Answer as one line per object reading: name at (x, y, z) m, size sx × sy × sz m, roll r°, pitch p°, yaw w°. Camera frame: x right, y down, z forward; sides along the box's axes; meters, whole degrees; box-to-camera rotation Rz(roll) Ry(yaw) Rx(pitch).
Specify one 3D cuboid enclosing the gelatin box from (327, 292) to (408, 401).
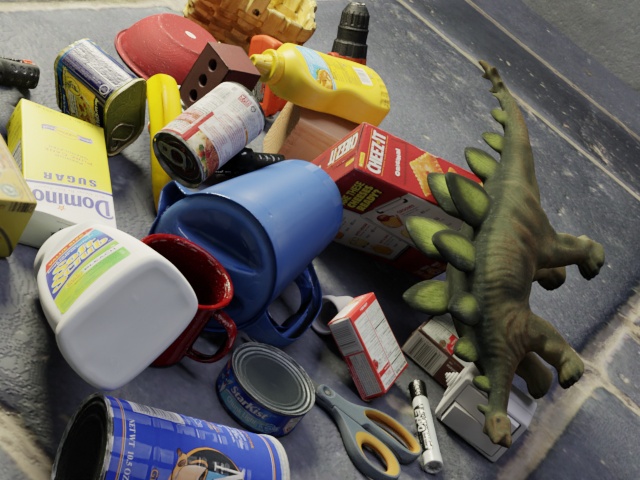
gelatin box at (0.048, 0.107, 1.079) m, size 0.089 × 0.030 × 0.073 m, roll 65°, pitch 28°, yaw -7°

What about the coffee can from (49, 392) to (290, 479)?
coffee can at (-0.107, 0.173, 0.753) m, size 0.140 × 0.103 × 0.103 m, roll 20°, pitch 31°, yaw -27°

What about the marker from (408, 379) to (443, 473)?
marker at (0.105, 0.183, 1.070) m, size 0.020 × 0.020 × 0.121 m, roll 25°, pitch 29°, yaw -20°

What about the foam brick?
foam brick at (-0.115, -0.178, 1.212) m, size 0.051 × 0.078 × 0.053 m, roll 4°, pitch 41°, yaw -47°

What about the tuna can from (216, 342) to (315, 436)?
tuna can at (-0.049, 0.134, 0.957) m, size 0.086 × 0.034 × 0.086 m, roll 27°, pitch 28°, yaw -16°

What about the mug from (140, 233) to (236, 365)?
mug at (-0.126, 0.062, 0.932) m, size 0.117 × 0.082 × 0.093 m, roll 37°, pitch 27°, yaw 2°

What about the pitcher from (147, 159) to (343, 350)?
pitcher at (-0.057, 0.001, 1.072) m, size 0.145 × 0.149 × 0.242 m, roll 12°, pitch 19°, yaw 17°

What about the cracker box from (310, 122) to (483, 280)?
cracker box at (0.091, -0.041, 1.243) m, size 0.213 × 0.164 × 0.072 m, roll 23°, pitch 60°, yaw -23°

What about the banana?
banana at (-0.167, -0.118, 1.149) m, size 0.037 × 0.070 × 0.198 m, roll -1°, pitch 49°, yaw -13°

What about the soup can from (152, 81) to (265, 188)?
soup can at (-0.113, -0.109, 1.090) m, size 0.068 × 0.069 × 0.102 m, roll 40°, pitch 57°, yaw 9°

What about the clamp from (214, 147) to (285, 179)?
clamp at (-0.086, -0.088, 1.209) m, size 0.120 × 0.039 × 0.171 m, roll 8°, pitch 7°, yaw 39°

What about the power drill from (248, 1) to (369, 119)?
power drill at (-0.012, -0.236, 1.450) m, size 0.187 × 0.184 × 0.057 m, roll -5°, pitch 20°, yaw -42°

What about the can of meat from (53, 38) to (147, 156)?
can of meat at (-0.234, -0.153, 1.131) m, size 0.084 × 0.102 × 0.057 m, roll 40°, pitch 59°, yaw 14°

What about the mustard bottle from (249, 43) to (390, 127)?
mustard bottle at (-0.007, -0.196, 1.302) m, size 0.191 × 0.058 × 0.096 m, roll 10°, pitch 42°, yaw -40°

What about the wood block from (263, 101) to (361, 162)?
wood block at (0.037, -0.096, 1.360) m, size 0.206 × 0.090 × 0.091 m, roll 26°, pitch 29°, yaw -19°

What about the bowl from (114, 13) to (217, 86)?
bowl at (-0.183, -0.246, 1.388) m, size 0.162 × 0.055 × 0.162 m, roll 28°, pitch 28°, yaw -16°

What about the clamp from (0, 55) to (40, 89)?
clamp at (-0.353, -0.178, 1.065) m, size 0.164 × 0.036 × 0.210 m, roll 15°, pitch 7°, yaw 7°

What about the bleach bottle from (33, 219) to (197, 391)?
bleach bottle at (-0.183, 0.036, 0.843) m, size 0.068 × 0.102 × 0.251 m, roll 54°, pitch -15°, yaw -24°

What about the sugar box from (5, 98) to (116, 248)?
sugar box at (-0.250, -0.059, 1.023) m, size 0.093 × 0.048 × 0.176 m, roll 18°, pitch 31°, yaw -31°

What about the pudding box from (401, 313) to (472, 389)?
pudding box at (0.155, 0.131, 1.190) m, size 0.113 × 0.039 × 0.089 m, roll 42°, pitch 27°, yaw 9°

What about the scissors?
scissors at (0.008, 0.161, 0.998) m, size 0.201 × 0.016 × 0.096 m, roll 31°, pitch 27°, yaw -8°
